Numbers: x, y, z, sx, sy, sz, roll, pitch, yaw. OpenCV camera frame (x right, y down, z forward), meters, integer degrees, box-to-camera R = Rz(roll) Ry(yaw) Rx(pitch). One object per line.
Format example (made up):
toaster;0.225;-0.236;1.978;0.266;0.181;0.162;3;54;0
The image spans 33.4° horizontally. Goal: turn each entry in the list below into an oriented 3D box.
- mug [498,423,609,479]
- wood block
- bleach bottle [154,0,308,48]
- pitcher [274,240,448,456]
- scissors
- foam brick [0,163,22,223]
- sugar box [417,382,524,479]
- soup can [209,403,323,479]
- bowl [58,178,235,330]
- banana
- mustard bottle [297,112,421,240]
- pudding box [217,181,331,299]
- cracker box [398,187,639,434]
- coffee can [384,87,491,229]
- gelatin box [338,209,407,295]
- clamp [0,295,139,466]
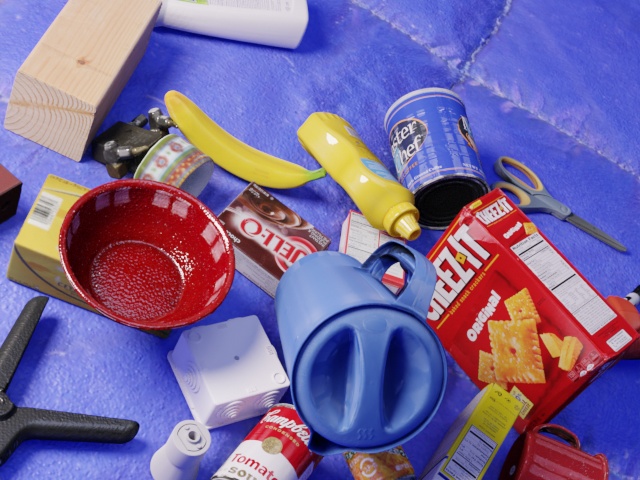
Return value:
mug;0.230;0.231;1.065;0.081;0.093;0.117;23;47;-1
wood block;-0.260;-0.199;1.183;0.090;0.090;0.206;25;46;-7
bleach bottle;-0.145;-0.305;1.348;0.250;0.068;0.102;4;51;-20
pitcher;0.029;0.079;0.988;0.149;0.145;0.243;-17;16;-5
scissors;0.295;-0.032;1.367;0.202;0.016;0.096;42;49;11
foam brick;-0.339;-0.039;1.037;0.051;0.053;0.078;41;47;10
sugar box;0.127;0.222;1.019;0.048;0.093;0.176;35;47;5
soup can;-0.047;0.206;0.965;0.068;0.069;0.102;38;47;7
bowl;-0.162;0.023;0.977;0.162;0.055;0.162;12;53;-16
banana;-0.092;-0.104;1.196;0.197;0.070;0.037;25;42;-13
mustard bottle;0.054;-0.066;1.210;0.096;0.058;0.192;27;19;-52
pudding box;-0.057;0.001;1.150;0.113;0.039;0.089;36;47;5
cracker box;0.201;0.079;1.125;0.071;0.164;0.214;-26;68;-41
coffee can;0.139;-0.099;1.285;0.102;0.103;0.140;7;51;-21
gelatin box;0.058;0.015;1.202;0.073;0.030;0.089;18;46;-11
clamp;-0.283;0.138;0.927;0.209;0.036;0.165;-18;63;-36
